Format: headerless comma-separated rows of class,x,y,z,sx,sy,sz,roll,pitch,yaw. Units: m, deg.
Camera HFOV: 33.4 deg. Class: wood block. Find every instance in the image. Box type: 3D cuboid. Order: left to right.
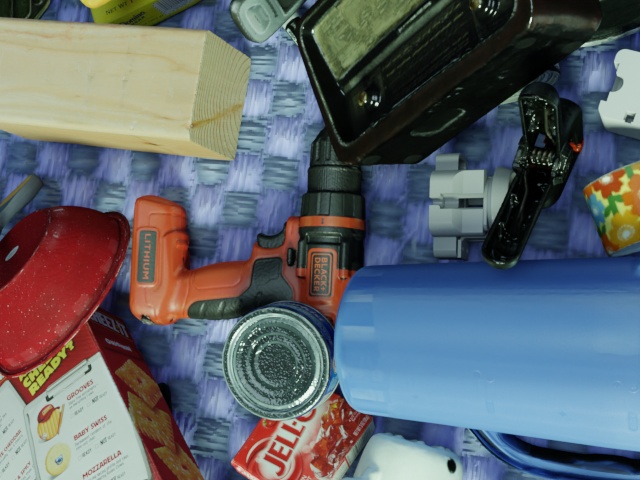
wood block,-0.174,-0.126,0.886,0.206,0.090,0.090,8,86,20

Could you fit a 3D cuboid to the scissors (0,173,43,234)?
scissors,-0.257,-0.018,0.871,0.096,0.202,0.016,-46,109,-13

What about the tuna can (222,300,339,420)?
tuna can,-0.028,0.088,0.785,0.086,0.033,0.086,1,93,17

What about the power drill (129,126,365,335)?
power drill,-0.056,0.001,0.844,0.188,0.057,0.184,1,83,20

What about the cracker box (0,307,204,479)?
cracker box,-0.192,0.174,0.829,0.164,0.072,0.214,-43,50,8

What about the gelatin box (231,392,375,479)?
gelatin box,-0.012,0.154,0.806,0.073,0.030,0.089,29,69,21

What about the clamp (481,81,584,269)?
clamp,0.151,-0.063,0.718,0.039,0.171,0.120,22,120,14

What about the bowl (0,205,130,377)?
bowl,-0.227,0.027,0.854,0.162,0.055,0.162,-33,33,24

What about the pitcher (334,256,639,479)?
pitcher,0.139,0.083,0.736,0.243,0.145,0.149,1,71,23
